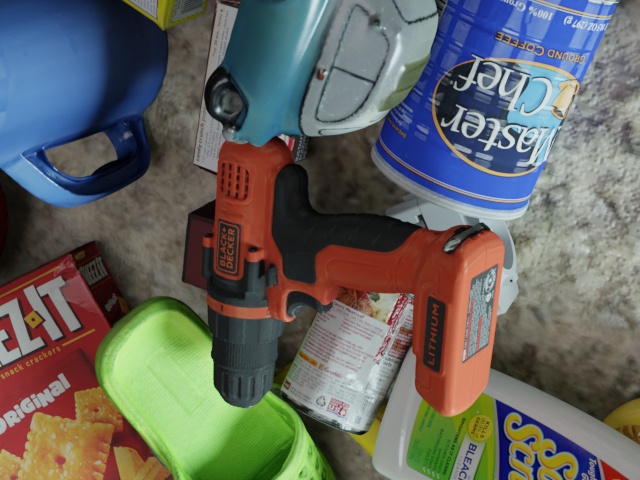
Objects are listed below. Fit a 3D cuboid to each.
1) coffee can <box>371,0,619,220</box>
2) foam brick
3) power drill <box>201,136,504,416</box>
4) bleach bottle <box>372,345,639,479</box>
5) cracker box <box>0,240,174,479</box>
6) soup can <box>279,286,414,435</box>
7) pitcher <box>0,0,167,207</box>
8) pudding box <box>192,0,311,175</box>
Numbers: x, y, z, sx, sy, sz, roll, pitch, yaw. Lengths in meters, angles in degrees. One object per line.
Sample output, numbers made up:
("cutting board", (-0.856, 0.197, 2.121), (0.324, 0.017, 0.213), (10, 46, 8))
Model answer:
("coffee can", (0.101, -0.097, 0.634), (0.103, 0.102, 0.140), (26, 115, 14))
("foam brick", (-0.055, 0.001, 0.749), (0.053, 0.078, 0.051), (16, 113, 21))
("power drill", (0.010, 0.039, 0.640), (0.188, 0.057, 0.184), (16, 115, 29))
("bleach bottle", (0.157, 0.147, 0.657), (0.251, 0.068, 0.102), (18, 87, 35))
("cracker box", (-0.206, 0.133, 0.833), (0.164, 0.072, 0.213), (-26, 95, 7))
("soup can", (0.023, 0.072, 0.723), (0.068, 0.068, 0.102), (25, 91, 14))
("pitcher", (-0.198, -0.102, 0.685), (0.149, 0.242, 0.145), (21, 112, 9))
("pudding box", (-0.037, -0.102, 0.699), (0.039, 0.089, 0.113), (19, 112, 27))
